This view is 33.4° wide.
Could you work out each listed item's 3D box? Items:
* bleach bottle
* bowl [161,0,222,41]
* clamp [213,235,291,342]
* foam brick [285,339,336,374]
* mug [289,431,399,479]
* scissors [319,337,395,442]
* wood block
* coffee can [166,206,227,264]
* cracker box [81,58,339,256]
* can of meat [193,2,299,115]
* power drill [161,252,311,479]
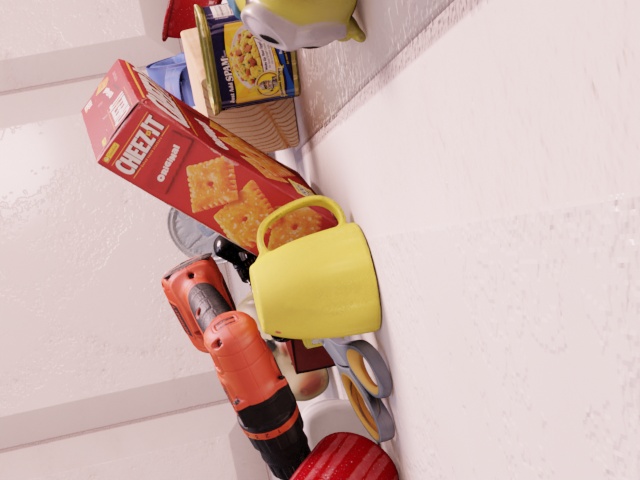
[{"bbox_3d":[0.010,0.200,1.085,0.251,0.068,0.102,161,98,-84],"label":"bleach bottle"},{"bbox_3d":[-0.150,-0.320,1.349,0.162,0.055,0.162,-162,91,-85],"label":"bowl"},{"bbox_3d":[-0.070,0.017,1.044,0.120,0.039,0.171,63,-179,-27],"label":"clamp"},{"bbox_3d":[-0.011,0.094,1.112,0.078,0.051,0.053,-115,15,-62],"label":"foam brick"},{"bbox_3d":[0.021,0.224,0.890,0.117,0.093,0.081,60,-142,-12],"label":"mug"},{"bbox_3d":[0.012,0.078,0.908,0.202,0.016,0.096,60,156,27],"label":"scissors"},{"bbox_3d":[-0.090,-0.168,1.155,0.206,0.090,0.091,-118,18,-63],"label":"wood block"},{"bbox_3d":[-0.123,-0.048,1.343,0.140,0.103,0.103,-68,-26,-58],"label":"coffee can"},{"bbox_3d":[-0.101,-0.067,0.960,0.213,0.072,0.164,32,-171,-26],"label":"cracker box"},{"bbox_3d":[-0.068,-0.176,1.003,0.057,0.084,0.102,-113,14,-58],"label":"can of meat"},{"bbox_3d":[-0.073,0.108,0.957,0.188,0.057,0.184,45,159,54],"label":"power drill"}]
